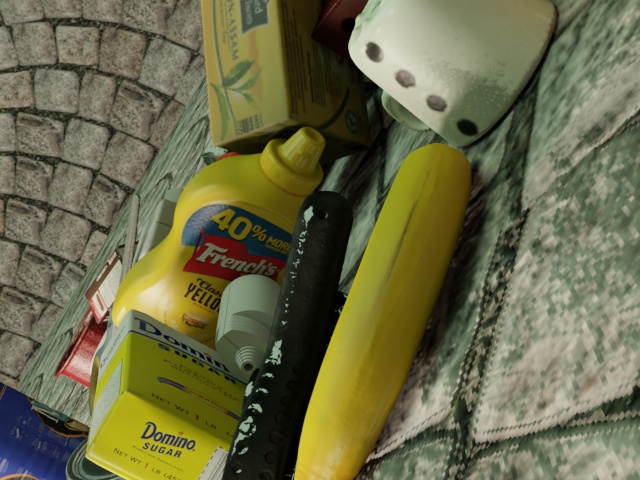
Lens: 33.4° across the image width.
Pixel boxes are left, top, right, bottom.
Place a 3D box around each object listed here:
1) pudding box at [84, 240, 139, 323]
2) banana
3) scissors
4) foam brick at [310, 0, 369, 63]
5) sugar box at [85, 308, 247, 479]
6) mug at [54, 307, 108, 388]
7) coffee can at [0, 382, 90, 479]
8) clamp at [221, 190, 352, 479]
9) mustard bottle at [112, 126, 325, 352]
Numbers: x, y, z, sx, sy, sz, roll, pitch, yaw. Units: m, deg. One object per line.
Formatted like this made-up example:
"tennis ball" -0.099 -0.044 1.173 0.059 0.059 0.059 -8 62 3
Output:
"pudding box" -0.154 0.032 1.008 0.090 0.113 0.039 -48 62 44
"banana" 0.034 0.022 0.470 0.070 0.037 0.197 97 -166 -55
"scissors" -0.156 0.063 0.805 0.096 0.016 0.202 -166 81 -69
"foam brick" 0.043 -0.142 0.688 0.053 0.078 0.051 -46 21 48
"sugar box" -0.077 0.093 0.597 0.048 0.093 0.176 -58 13 6
"mug" -0.207 0.109 1.075 0.093 0.081 0.117 -57 13 12
"coffee can" -0.220 0.183 0.833 0.103 0.140 0.103 -55 14 20
"clamp" -0.014 0.064 0.480 0.120 0.039 0.171 81 -159 -53
"mustard bottle" -0.055 0.001 0.702 0.192 0.096 0.058 -52 19 29
